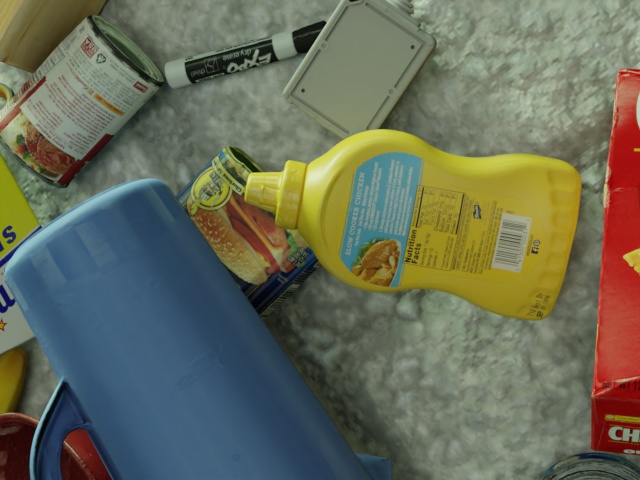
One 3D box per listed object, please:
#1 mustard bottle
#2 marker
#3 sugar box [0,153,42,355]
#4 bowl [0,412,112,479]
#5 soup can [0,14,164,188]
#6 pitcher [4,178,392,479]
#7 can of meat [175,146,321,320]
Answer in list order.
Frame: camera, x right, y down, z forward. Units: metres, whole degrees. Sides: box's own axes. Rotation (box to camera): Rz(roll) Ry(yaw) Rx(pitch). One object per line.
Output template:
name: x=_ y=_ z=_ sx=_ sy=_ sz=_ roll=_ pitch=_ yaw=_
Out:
mustard bottle: x=0.050 y=-0.015 z=0.634 sx=0.191 sy=0.058 sz=0.096 roll=10 pitch=105 yaw=-1
marker: x=-0.046 y=-0.125 z=0.717 sx=0.121 sy=0.020 sz=0.020 roll=-12 pitch=84 yaw=16
sugar box: x=-0.239 y=-0.010 z=0.709 sx=0.093 sy=0.048 sz=0.176 roll=-31 pitch=99 yaw=-18
bowl: x=-0.156 y=0.179 z=0.686 sx=0.162 sy=0.055 sz=0.162 roll=14 pitch=113 yaw=38
soup can: x=-0.165 y=-0.095 z=0.726 sx=0.102 sy=0.068 sz=0.068 roll=-44 pitch=77 yaw=10
pitcher: x=-0.082 y=0.096 z=0.605 sx=0.145 sy=0.149 sz=0.243 roll=-34 pitch=87 yaw=21
can of meat: x=-0.054 y=0.001 z=0.695 sx=0.084 sy=0.057 sz=0.102 roll=-44 pitch=77 yaw=7
